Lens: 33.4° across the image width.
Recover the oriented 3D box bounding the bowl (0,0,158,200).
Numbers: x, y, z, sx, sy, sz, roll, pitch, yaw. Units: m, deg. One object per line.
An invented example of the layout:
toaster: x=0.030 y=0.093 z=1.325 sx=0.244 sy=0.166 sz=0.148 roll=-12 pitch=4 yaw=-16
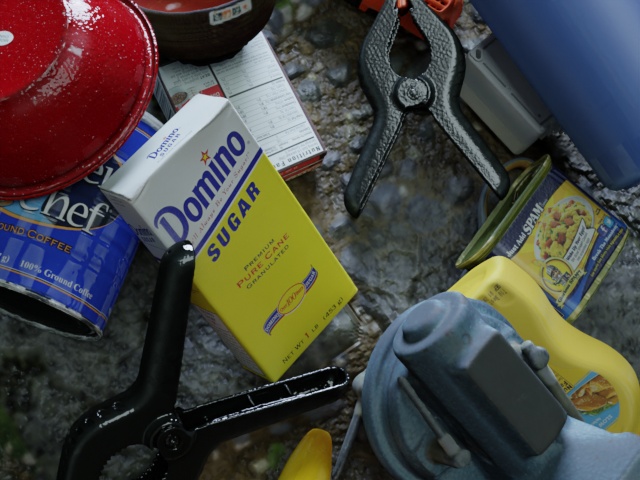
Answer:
bowl: x=-0.184 y=-0.108 z=0.658 sx=0.162 sy=0.055 sz=0.162 roll=-7 pitch=63 yaw=14

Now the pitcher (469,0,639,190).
pitcher: x=0.190 y=-0.164 z=0.740 sx=0.149 sy=0.145 sz=0.243 roll=-33 pitch=86 yaw=8

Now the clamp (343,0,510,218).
clamp: x=0.060 y=-0.098 z=0.781 sx=0.120 sy=0.039 sz=0.171 roll=-15 pitch=84 yaw=1

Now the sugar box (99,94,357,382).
sugar box: x=-0.055 y=0.001 z=0.700 sx=0.093 sy=0.048 sz=0.176 roll=-48 pitch=127 yaw=-19

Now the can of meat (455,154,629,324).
can of meat: x=0.161 y=0.004 z=0.767 sx=0.084 sy=0.057 sz=0.102 roll=39 pitch=71 yaw=-2

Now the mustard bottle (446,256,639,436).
mustard bottle: x=0.161 y=0.101 z=0.736 sx=0.191 sy=0.096 sz=0.058 roll=39 pitch=32 yaw=-8

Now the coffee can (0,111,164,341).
coffee can: x=-0.165 y=-0.018 z=0.702 sx=0.102 sy=0.103 sz=0.140 roll=21 pitch=71 yaw=-5

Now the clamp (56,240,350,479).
clamp: x=-0.088 y=0.120 z=0.684 sx=0.164 sy=0.036 sz=0.210 roll=34 pitch=96 yaw=-30

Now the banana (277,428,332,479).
banana: x=-0.058 y=0.203 z=0.694 sx=0.197 sy=0.037 sz=0.069 roll=-32 pitch=83 yaw=-18

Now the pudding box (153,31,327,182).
pudding box: x=-0.060 y=-0.089 z=0.777 sx=0.090 sy=0.039 sz=0.113 roll=-24 pitch=81 yaw=-17
